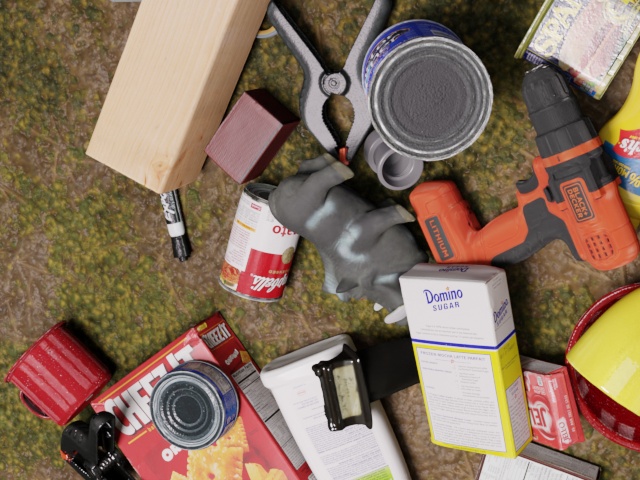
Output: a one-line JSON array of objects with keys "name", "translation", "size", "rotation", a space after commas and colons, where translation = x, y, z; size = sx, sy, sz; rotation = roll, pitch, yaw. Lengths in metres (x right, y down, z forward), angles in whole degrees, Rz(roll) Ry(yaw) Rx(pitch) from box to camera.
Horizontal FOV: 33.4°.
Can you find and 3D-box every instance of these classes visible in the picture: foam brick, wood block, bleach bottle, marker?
[{"name": "foam brick", "translation": [-0.068, -0.104, 1.056], "size": [0.051, 0.053, 0.078], "rotation": [40, 111, 7]}, {"name": "wood block", "translation": [-0.135, -0.161, 1.027], "size": [0.091, 0.090, 0.206], "rotation": [28, 109, 10]}, {"name": "bleach bottle", "translation": [0.033, 0.227, 1.084], "size": [0.102, 0.068, 0.251], "rotation": [-21, 96, 9]}, {"name": "marker", "translation": [-0.157, -0.037, 1.120], "size": [0.020, 0.020, 0.121], "rotation": [-9, 99, 21]}]

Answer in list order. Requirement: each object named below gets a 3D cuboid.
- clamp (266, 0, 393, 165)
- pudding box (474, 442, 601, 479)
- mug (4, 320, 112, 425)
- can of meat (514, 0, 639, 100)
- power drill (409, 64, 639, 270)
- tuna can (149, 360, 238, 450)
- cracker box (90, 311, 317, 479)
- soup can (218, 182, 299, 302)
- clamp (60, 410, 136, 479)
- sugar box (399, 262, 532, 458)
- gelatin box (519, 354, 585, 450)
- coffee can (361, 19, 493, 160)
[{"name": "clamp", "translation": [0.024, -0.159, 1.018], "size": [0.120, 0.039, 0.171], "rotation": [-10, 106, 22]}, {"name": "pudding box", "translation": [0.206, 0.247, 1.042], "size": [0.113, 0.039, 0.090], "rotation": [18, 108, 14]}, {"name": "mug", "translation": [-0.291, 0.156, 1.177], "size": [0.081, 0.093, 0.117], "rotation": [43, 119, 1]}, {"name": "can of meat", "translation": [0.231, -0.184, 0.928], "size": [0.084, 0.057, 0.102], "rotation": [31, 111, 8]}, {"name": "power drill", "translation": [0.171, -0.044, 0.949], "size": [0.188, 0.057, 0.184], "rotation": [-21, 92, 44]}, {"name": "tuna can", "translation": [-0.128, 0.166, 1.070], "size": [0.086, 0.033, 0.086], "rotation": [4, 101, 19]}, {"name": "cracker box", "translation": [-0.118, 0.211, 1.133], "size": [0.164, 0.072, 0.214], "rotation": [-36, 87, 22]}, {"name": "soup can", "translation": [-0.057, 0.001, 1.066], "size": [0.068, 0.068, 0.102], "rotation": [21, 108, 14]}, {"name": "clamp", "translation": [-0.233, 0.231, 1.136], "size": [0.210, 0.036, 0.164], "rotation": [11, 129, 52]}, {"name": "sugar box", "translation": [0.135, 0.109, 0.982], "size": [0.094, 0.048, 0.176], "rotation": [3, 111, 38]}, {"name": "gelatin box", "translation": [0.203, 0.150, 0.997], "size": [0.030, 0.089, 0.073], "rotation": [-17, 98, -19]}, {"name": "coffee can", "translation": [0.089, -0.134, 0.931], "size": [0.103, 0.140, 0.103], "rotation": [0, 107, 0]}]
